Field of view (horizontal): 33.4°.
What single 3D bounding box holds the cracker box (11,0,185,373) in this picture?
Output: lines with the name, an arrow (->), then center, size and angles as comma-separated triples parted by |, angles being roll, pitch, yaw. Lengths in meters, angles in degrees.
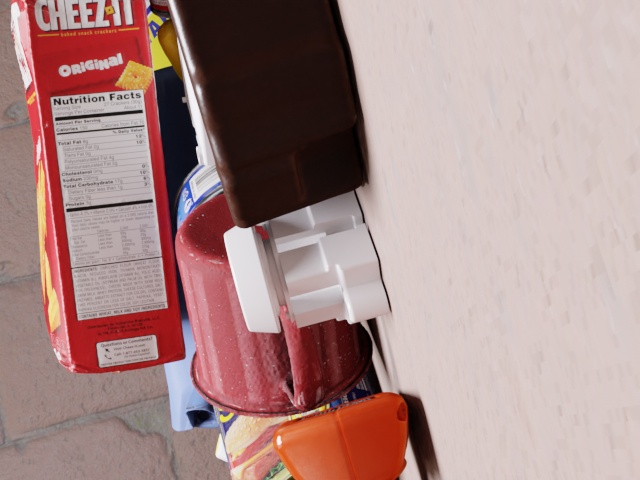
cracker box -> -0.137, -0.041, 0.633 | 0.164, 0.072, 0.214 | -164, 67, -72

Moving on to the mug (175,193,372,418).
mug -> -0.021, 0.031, 0.506 | 0.117, 0.093, 0.081 | -115, 15, -58

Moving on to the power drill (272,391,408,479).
power drill -> 0.031, 0.156, 0.414 | 0.184, 0.057, 0.187 | 101, 154, -83

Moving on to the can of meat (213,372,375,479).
can of meat -> -0.013, 0.101, 0.605 | 0.057, 0.102, 0.084 | 17, -139, -41

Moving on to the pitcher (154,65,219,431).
pitcher -> -0.055, 0.001, 0.741 | 0.149, 0.144, 0.243 | 177, 82, -74
